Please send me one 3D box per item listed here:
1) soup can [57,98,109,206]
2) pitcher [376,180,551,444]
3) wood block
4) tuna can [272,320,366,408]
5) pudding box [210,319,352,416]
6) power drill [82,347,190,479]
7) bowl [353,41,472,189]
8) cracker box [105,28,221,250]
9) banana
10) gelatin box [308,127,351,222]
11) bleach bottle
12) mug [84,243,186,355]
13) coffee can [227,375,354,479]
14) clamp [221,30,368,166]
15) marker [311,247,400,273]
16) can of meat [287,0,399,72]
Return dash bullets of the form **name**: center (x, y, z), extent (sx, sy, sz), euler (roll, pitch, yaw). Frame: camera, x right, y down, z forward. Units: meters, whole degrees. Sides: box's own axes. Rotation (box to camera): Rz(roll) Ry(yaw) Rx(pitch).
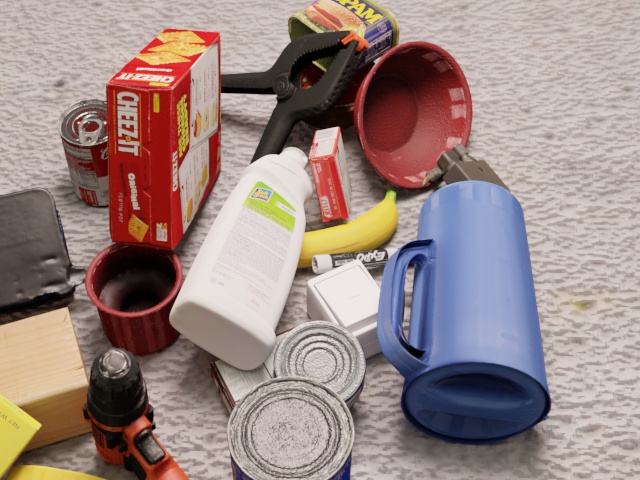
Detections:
- **soup can**: center (-0.241, -0.093, 1.152), extent (0.068, 0.102, 0.068), euler (0, 52, 0)
- **pitcher**: center (0.138, 0.057, 1.017), extent (0.145, 0.149, 0.242), euler (-5, 48, 12)
- **wood block**: center (-0.316, 0.146, 0.974), extent (0.206, 0.090, 0.091), euler (-15, 55, -12)
- **tuna can**: center (-0.001, 0.117, 0.974), extent (0.086, 0.034, 0.086), euler (0, 65, -1)
- **pudding box**: center (-0.036, 0.137, 1.014), extent (0.113, 0.039, 0.090), euler (-20, 56, -18)
- **power drill**: center (-0.129, 0.189, 0.894), extent (0.057, 0.184, 0.188), euler (-33, 69, -23)
- **bowl**: center (0.092, -0.139, 1.183), extent (0.162, 0.162, 0.055), euler (-36, 26, -25)
- **cracker box**: center (-0.154, -0.109, 1.079), extent (0.072, 0.164, 0.213), euler (5, 25, 6)
- **banana**: center (0.006, -0.002, 1.128), extent (0.197, 0.037, 0.070), euler (-18, 31, -16)
- **gelatin box**: center (0.011, -0.071, 1.133), extent (0.030, 0.073, 0.089), euler (-9, 25, 9)
- **bleach bottle**: center (-0.057, 0.001, 1.052), extent (0.102, 0.068, 0.250), euler (32, 47, -10)
- **mug**: center (-0.166, 0.058, 1.047), extent (0.117, 0.081, 0.093), euler (-3, 52, -3)
- **coffee can**: center (-0.024, 0.194, 0.904), extent (0.103, 0.140, 0.103), euler (0, 52, 0)
- **clamp**: center (-0.035, -0.152, 1.168), extent (0.210, 0.036, 0.164), euler (-27, 67, 24)
- **marker**: center (0.050, 0.019, 1.104), extent (0.121, 0.020, 0.020), euler (-6, 51, -20)
- **can of meat**: center (0.025, -0.237, 1.217), extent (0.083, 0.057, 0.102), euler (-35, 59, -26)
